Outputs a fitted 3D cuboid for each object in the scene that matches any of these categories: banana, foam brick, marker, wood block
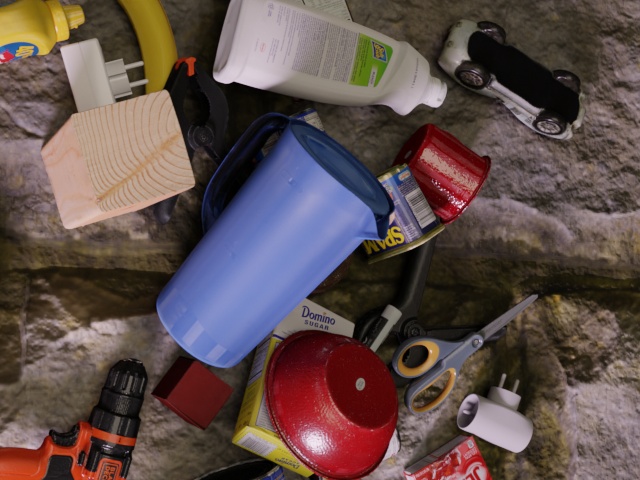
[{"bbox_3d":[-0.191,-0.221,1.112,0.069,0.037,0.198,-29,96,2],"label":"banana"},{"bbox_3d":[-0.131,0.154,1.087,0.053,0.078,0.051,41,75,-14],"label":"foam brick"},{"bbox_3d":[0.047,0.123,1.154,0.020,0.020,0.121,38,79,-15],"label":"marker"},{"bbox_3d":[-0.196,-0.070,1.007,0.090,0.206,0.090,-18,93,-22],"label":"wood block"}]

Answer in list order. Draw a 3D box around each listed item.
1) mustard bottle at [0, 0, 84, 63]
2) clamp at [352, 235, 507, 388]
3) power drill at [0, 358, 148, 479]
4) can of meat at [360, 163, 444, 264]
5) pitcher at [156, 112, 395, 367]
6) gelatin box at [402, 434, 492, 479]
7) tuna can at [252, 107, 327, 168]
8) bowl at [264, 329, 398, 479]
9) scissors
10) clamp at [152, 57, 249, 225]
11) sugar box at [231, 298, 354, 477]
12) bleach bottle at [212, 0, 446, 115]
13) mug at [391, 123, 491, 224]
[{"bbox_3d":[-0.320,-0.194,1.026,0.191,0.096,0.058,-21,94,-21],"label":"mustard bottle"},{"bbox_3d":[0.109,0.106,1.204,0.210,0.036,0.164,-47,105,-15],"label":"clamp"},{"bbox_3d":[-0.267,0.188,1.028,0.187,0.057,0.184,19,83,-28],"label":"power drill"},{"bbox_3d":[0.074,-0.030,1.164,0.057,0.102,0.084,-32,96,-36],"label":"can of meat"},{"bbox_3d":[-0.057,0.001,1.059,0.145,0.149,0.243,37,107,-19],"label":"pitcher"},{"bbox_3d":[0.149,0.273,1.212,0.089,0.030,0.073,-27,97,-20],"label":"gelatin box"},{"bbox_3d":[-0.038,-0.110,1.135,0.086,0.086,0.034,-26,95,-21],"label":"tuna can"},{"bbox_3d":[0.025,0.155,1.067,0.161,0.055,0.162,22,51,-30],"label":"bowl"},{"bbox_3d":[0.156,0.106,1.195,0.201,0.016,0.096,-48,115,-10],"label":"scissors"},{"bbox_3d":[-0.136,-0.100,1.106,0.120,0.039,0.171,-26,106,-33],"label":"clamp"},{"bbox_3d":[-0.026,0.145,1.107,0.093,0.048,0.176,29,46,-17],"label":"sugar box"},{"bbox_3d":[0.018,-0.183,1.134,0.250,0.068,0.102,15,85,-22],"label":"bleach bottle"},{"bbox_3d":[0.134,-0.086,1.205,0.081,0.093,0.117,33,45,-11],"label":"mug"}]
